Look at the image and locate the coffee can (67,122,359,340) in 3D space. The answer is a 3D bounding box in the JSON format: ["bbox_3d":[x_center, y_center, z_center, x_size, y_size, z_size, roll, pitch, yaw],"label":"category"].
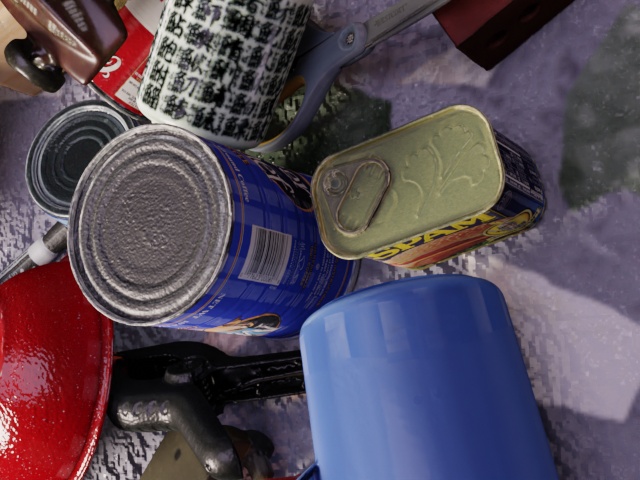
[{"bbox_3d":[-0.054,0.001,0.589,0.103,0.140,0.103,-5,80,28],"label":"coffee can"}]

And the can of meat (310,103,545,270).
[{"bbox_3d":[0.060,-0.023,0.563,0.102,0.083,0.057,-21,73,24],"label":"can of meat"}]

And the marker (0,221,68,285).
[{"bbox_3d":[-0.208,0.022,0.739,0.121,0.020,0.020,-38,67,18],"label":"marker"}]

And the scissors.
[{"bbox_3d":[0.011,-0.125,0.610,0.202,0.016,0.096,-39,55,38],"label":"scissors"}]

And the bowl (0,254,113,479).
[{"bbox_3d":[-0.184,0.082,0.657,0.162,0.055,0.162,-23,63,53],"label":"bowl"}]

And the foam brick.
[{"bbox_3d":[0.099,-0.140,0.577,0.078,0.052,0.051,-39,66,19],"label":"foam brick"}]

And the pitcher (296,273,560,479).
[{"bbox_3d":[0.051,0.146,0.514,0.145,0.149,0.243,-25,67,38],"label":"pitcher"}]

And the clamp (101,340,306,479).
[{"bbox_3d":[-0.062,0.084,0.622,0.172,0.120,0.039,12,115,46],"label":"clamp"}]

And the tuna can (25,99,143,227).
[{"bbox_3d":[-0.148,-0.048,0.698,0.086,0.033,0.086,-7,69,18],"label":"tuna can"}]

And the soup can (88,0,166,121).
[{"bbox_3d":[-0.102,-0.135,0.677,0.102,0.068,0.068,-45,65,15],"label":"soup can"}]
